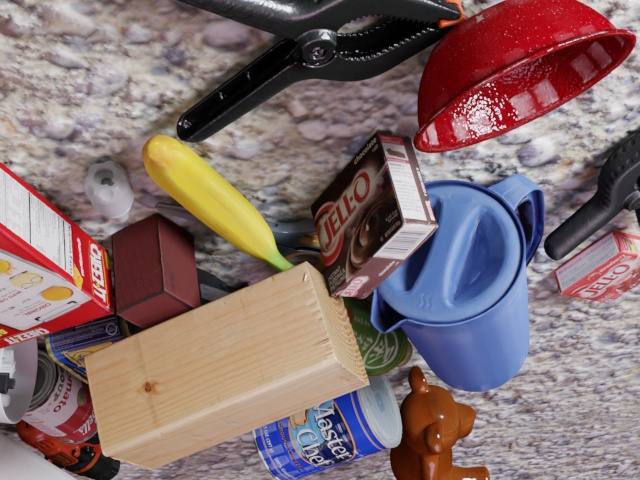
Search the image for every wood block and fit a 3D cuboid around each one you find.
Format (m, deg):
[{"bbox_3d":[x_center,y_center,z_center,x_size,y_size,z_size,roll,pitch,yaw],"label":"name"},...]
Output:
[{"bbox_3d":[-0.078,0.106,0.878,0.206,0.091,0.090,-23,155,12],"label":"wood block"}]

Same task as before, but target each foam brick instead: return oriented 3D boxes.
[{"bbox_3d":[-0.138,0.027,0.889,0.051,0.078,0.053,-24,145,21],"label":"foam brick"}]

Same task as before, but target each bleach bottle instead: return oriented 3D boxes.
[{"bbox_3d":[-0.309,0.264,1.146,0.250,0.068,0.103,37,150,-27],"label":"bleach bottle"}]

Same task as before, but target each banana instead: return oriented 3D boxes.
[{"bbox_3d":[-0.084,-0.035,0.818,0.037,0.070,0.197,-58,140,-8],"label":"banana"}]

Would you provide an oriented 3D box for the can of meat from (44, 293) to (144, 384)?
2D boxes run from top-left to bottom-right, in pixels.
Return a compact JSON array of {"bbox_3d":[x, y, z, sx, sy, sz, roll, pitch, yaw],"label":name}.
[{"bbox_3d":[-0.197,0.092,0.997,0.084,0.057,0.102,-15,149,12],"label":"can of meat"}]

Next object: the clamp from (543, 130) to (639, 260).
[{"bbox_3d":[0.263,-0.040,0.938,0.120,0.039,0.171,-21,146,-15],"label":"clamp"}]

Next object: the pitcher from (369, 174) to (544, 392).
[{"bbox_3d":[0.137,0.048,0.979,0.149,0.145,0.242,-5,155,13],"label":"pitcher"}]

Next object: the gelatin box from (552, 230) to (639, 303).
[{"bbox_3d":[0.292,0.029,1.075,0.073,0.030,0.089,12,142,-33],"label":"gelatin box"}]

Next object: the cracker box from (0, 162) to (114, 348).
[{"bbox_3d":[-0.284,0.011,0.821,0.164,0.072,0.213,-17,150,14],"label":"cracker box"}]

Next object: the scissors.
[{"bbox_3d":[-0.056,0.001,0.931,0.201,0.016,0.096,3,146,-23],"label":"scissors"}]

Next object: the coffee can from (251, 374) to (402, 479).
[{"bbox_3d":[0.007,0.204,1.203,0.140,0.103,0.102,-23,147,19],"label":"coffee can"}]

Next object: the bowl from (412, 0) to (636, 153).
[{"bbox_3d":[0.127,-0.120,0.722,0.162,0.055,0.162,-23,169,-5],"label":"bowl"}]

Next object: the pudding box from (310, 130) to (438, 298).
[{"bbox_3d":[0.040,-0.018,0.857,0.039,0.090,0.114,8,144,-34],"label":"pudding box"}]

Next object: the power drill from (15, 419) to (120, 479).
[{"bbox_3d":[-0.217,0.215,1.192,0.188,0.057,0.184,-18,149,12],"label":"power drill"}]

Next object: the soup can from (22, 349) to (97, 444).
[{"bbox_3d":[-0.268,0.157,1.070,0.068,0.068,0.102,-17,148,11],"label":"soup can"}]

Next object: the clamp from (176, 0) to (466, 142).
[{"bbox_3d":[-0.011,-0.139,0.691,0.210,0.036,0.164,-14,150,1],"label":"clamp"}]
